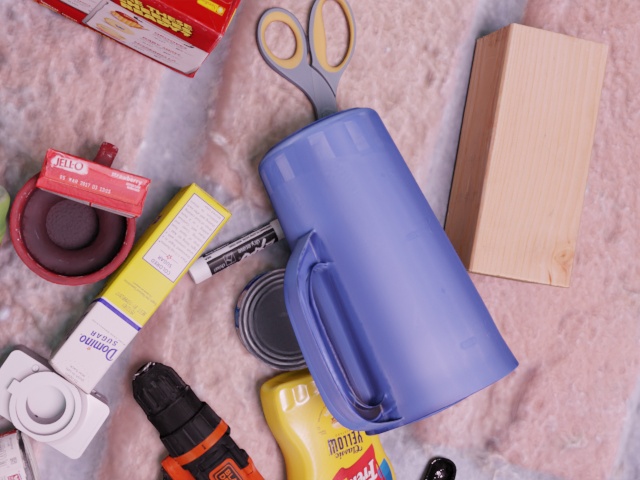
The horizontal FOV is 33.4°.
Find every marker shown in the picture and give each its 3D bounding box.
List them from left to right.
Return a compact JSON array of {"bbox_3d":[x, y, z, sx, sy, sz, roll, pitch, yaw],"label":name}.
[{"bbox_3d":[-0.056,0.001,0.903,0.121,0.020,0.020,-28,96,-11],"label":"marker"}]

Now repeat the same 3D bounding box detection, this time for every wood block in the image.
[{"bbox_3d":[0.172,-0.069,0.916,0.090,0.090,0.206,10,89,-12],"label":"wood block"}]

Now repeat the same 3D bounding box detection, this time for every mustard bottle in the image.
[{"bbox_3d":[0.016,0.199,0.898,0.096,0.058,0.191,-16,95,-31],"label":"mustard bottle"}]

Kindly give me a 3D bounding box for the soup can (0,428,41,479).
[{"bbox_3d":[-0.274,0.193,0.832,0.102,0.068,0.068,-16,94,-12],"label":"soup can"}]

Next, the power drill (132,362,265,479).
[{"bbox_3d":[-0.143,0.217,0.866,0.187,0.057,0.184,-38,98,-9],"label":"power drill"}]

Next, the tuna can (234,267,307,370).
[{"bbox_3d":[-0.029,0.065,0.902,0.086,0.034,0.086,0,90,-12],"label":"tuna can"}]

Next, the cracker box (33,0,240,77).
[{"bbox_3d":[-0.143,-0.197,0.784,0.164,0.214,0.072,26,85,-11],"label":"cracker box"}]

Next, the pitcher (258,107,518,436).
[{"bbox_3d":[0.040,0.025,0.839,0.145,0.149,0.243,-26,85,2],"label":"pitcher"}]

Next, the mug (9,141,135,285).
[{"bbox_3d":[-0.190,-0.023,0.842,0.093,0.081,0.117,22,86,-11],"label":"mug"}]

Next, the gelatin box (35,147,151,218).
[{"bbox_3d":[-0.161,-0.040,0.759,0.073,0.089,0.030,17,86,-12],"label":"gelatin box"}]

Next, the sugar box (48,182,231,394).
[{"bbox_3d":[-0.145,0.035,0.847,0.048,0.093,0.176,41,82,-9],"label":"sugar box"}]

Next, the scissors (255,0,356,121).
[{"bbox_3d":[-0.013,-0.115,0.914,0.096,0.016,0.202,5,89,-10],"label":"scissors"}]
